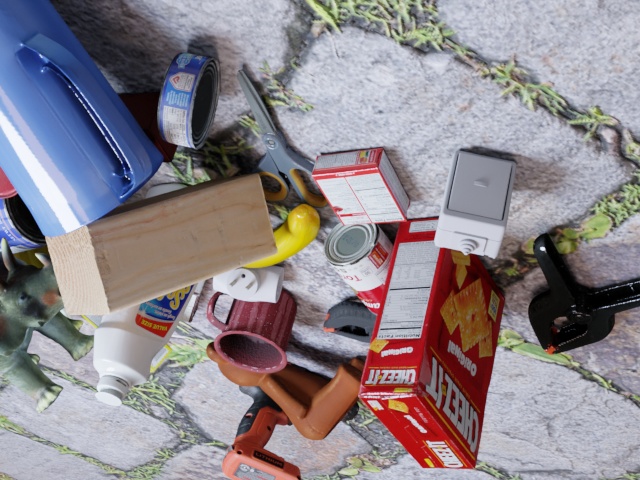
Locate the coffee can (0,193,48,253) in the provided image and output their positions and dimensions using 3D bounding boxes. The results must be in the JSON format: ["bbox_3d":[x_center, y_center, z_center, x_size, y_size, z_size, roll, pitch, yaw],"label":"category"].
[{"bbox_3d":[-0.365,-0.033,1.221,0.141,0.102,0.102,-11,139,35],"label":"coffee can"}]

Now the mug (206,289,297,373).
[{"bbox_3d":[-0.087,0.100,1.319,0.117,0.081,0.093,27,143,-15],"label":"mug"}]

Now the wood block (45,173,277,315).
[{"bbox_3d":[-0.157,0.002,1.071,0.091,0.205,0.090,-5,102,50],"label":"wood block"}]

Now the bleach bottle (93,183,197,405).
[{"bbox_3d":[-0.182,0.064,1.151,0.068,0.250,0.102,-4,142,29],"label":"bleach bottle"}]

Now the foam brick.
[{"bbox_3d":[-0.186,-0.113,1.072,0.078,0.051,0.053,0,143,22],"label":"foam brick"}]

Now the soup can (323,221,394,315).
[{"bbox_3d":[0.056,0.028,1.163,0.069,0.068,0.102,-8,141,32],"label":"soup can"}]

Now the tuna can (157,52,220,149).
[{"bbox_3d":[-0.121,-0.130,0.988,0.034,0.086,0.086,13,147,7],"label":"tuna can"}]

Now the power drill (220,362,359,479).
[{"bbox_3d":[-0.046,0.252,1.438,0.184,0.187,0.057,21,132,-4],"label":"power drill"}]

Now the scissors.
[{"bbox_3d":[-0.060,-0.095,1.078,0.096,0.016,0.201,-9,139,34],"label":"scissors"}]

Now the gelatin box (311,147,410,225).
[{"bbox_3d":[0.043,-0.053,1.084,0.073,0.030,0.089,-4,142,26],"label":"gelatin box"}]

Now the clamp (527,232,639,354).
[{"bbox_3d":[0.274,0.064,1.153,0.164,0.036,0.210,20,148,-7],"label":"clamp"}]

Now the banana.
[{"bbox_3d":[-0.045,0.000,1.173,0.069,0.037,0.198,-11,169,-37],"label":"banana"}]

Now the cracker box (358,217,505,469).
[{"bbox_3d":[0.125,0.108,1.119,0.072,0.213,0.164,-6,141,30],"label":"cracker box"}]

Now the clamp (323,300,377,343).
[{"bbox_3d":[0.072,0.095,1.271,0.172,0.039,0.120,3,144,29],"label":"clamp"}]

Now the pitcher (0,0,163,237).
[{"bbox_3d":[-0.251,-0.134,0.950,0.149,0.145,0.242,-25,114,13],"label":"pitcher"}]
